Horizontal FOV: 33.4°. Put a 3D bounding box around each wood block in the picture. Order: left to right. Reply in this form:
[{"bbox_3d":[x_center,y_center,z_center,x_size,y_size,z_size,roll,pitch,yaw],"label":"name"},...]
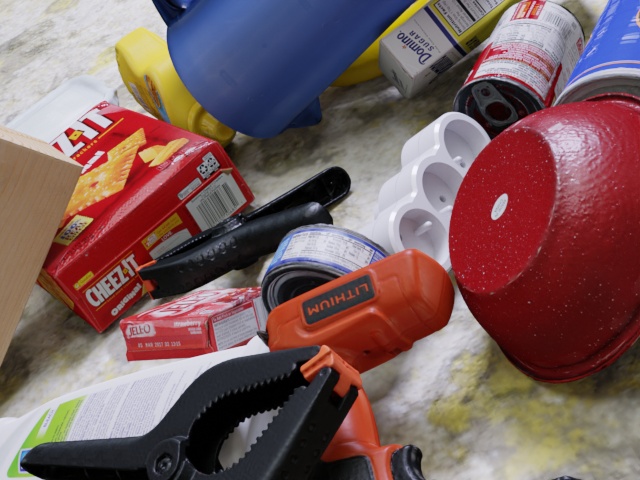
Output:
[{"bbox_3d":[-0.266,0.017,0.781,0.090,0.090,0.206,29,97,52],"label":"wood block"}]

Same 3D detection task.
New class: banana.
[{"bbox_3d":[0.053,-0.176,0.909,0.198,0.037,0.069,-18,76,23],"label":"banana"}]

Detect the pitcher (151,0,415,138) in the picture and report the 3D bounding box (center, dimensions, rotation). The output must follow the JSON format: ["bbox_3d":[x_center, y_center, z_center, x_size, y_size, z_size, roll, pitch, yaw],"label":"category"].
[{"bbox_3d":[-0.008,-0.202,0.818,0.243,0.148,0.145,-37,69,35],"label":"pitcher"}]

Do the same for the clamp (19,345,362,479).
[{"bbox_3d":[-0.074,0.115,0.537,0.210,0.036,0.165,-42,41,7],"label":"clamp"}]

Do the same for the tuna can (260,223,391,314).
[{"bbox_3d":[0.008,0.032,0.646,0.086,0.086,0.033,-4,42,33],"label":"tuna can"}]

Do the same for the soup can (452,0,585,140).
[{"bbox_3d":[0.143,-0.117,0.756,0.069,0.068,0.102,-2,42,35],"label":"soup can"}]

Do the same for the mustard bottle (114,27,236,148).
[{"bbox_3d":[-0.119,-0.124,0.938,0.058,0.096,0.192,-35,34,-9],"label":"mustard bottle"}]

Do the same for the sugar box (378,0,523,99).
[{"bbox_3d":[0.125,-0.183,0.825,0.176,0.048,0.093,-41,-4,1],"label":"sugar box"}]

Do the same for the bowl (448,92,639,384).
[{"bbox_3d":[0.116,-0.009,0.566,0.162,0.055,0.162,-43,39,48],"label":"bowl"}]

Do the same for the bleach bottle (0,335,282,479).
[{"bbox_3d":[-0.130,0.124,0.651,0.251,0.068,0.102,-12,38,28],"label":"bleach bottle"}]

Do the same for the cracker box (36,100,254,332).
[{"bbox_3d":[-0.180,-0.030,0.882,0.164,0.072,0.214,-42,35,-17],"label":"cracker box"}]

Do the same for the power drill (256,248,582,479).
[{"bbox_3d":[0.041,0.097,0.523,0.185,0.057,0.187,-24,45,20],"label":"power drill"}]

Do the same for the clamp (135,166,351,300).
[{"bbox_3d":[-0.055,0.001,0.759,0.171,0.039,0.120,-29,6,7],"label":"clamp"}]

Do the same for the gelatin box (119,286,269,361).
[{"bbox_3d":[-0.074,0.052,0.695,0.073,0.030,0.089,-6,7,33],"label":"gelatin box"}]
